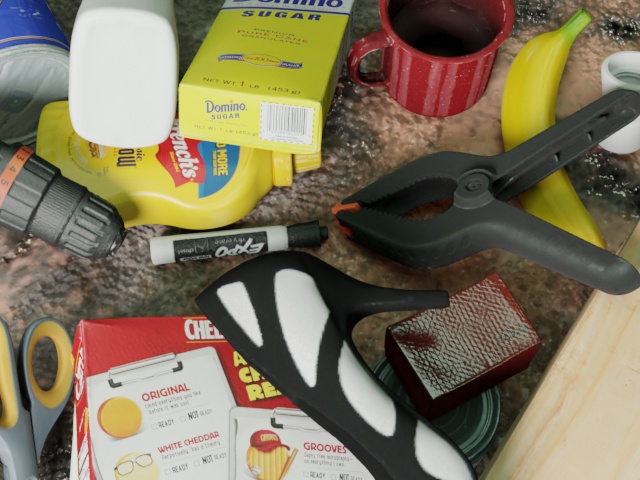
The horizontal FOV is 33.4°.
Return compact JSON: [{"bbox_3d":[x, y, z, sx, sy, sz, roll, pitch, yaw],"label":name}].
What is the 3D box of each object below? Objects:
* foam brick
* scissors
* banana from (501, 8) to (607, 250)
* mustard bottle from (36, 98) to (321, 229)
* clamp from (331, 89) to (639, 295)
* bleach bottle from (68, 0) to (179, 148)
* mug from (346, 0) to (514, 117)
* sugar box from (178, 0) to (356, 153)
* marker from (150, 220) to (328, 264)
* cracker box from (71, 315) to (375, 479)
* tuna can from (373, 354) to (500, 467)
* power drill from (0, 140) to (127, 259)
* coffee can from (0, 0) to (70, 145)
[{"bbox_3d":[0.084,0.065,0.641,0.078,0.051,0.053,-25,68,-12],"label":"foam brick"},{"bbox_3d":[-0.167,0.134,0.640,0.016,0.096,0.202,-8,102,30],"label":"scissors"},{"bbox_3d":[0.158,-0.068,0.741,0.037,0.070,0.198,17,64,-38],"label":"banana"},{"bbox_3d":[-0.095,-0.054,0.734,0.191,0.058,0.096,-3,61,-2],"label":"mustard bottle"},{"bbox_3d":[0.107,-0.018,0.682,0.210,0.036,0.164,-12,43,19],"label":"clamp"},{"bbox_3d":[-0.131,-0.175,0.756,0.068,0.103,0.251,4,37,-9],"label":"bleach bottle"},{"bbox_3d":[0.075,-0.138,0.762,0.117,0.081,0.093,-20,66,-10],"label":"mug"},{"bbox_3d":[-0.032,-0.127,0.737,0.093,0.048,0.176,9,39,4],"label":"sugar box"},{"bbox_3d":[-0.055,0.001,0.728,0.121,0.020,0.020,-6,64,-3],"label":"marker"},{"bbox_3d":[-0.052,0.152,0.608,0.164,0.072,0.214,0,62,-20],"label":"cracker box"},{"bbox_3d":[0.069,0.106,0.670,0.086,0.034,0.086,0,64,0],"label":"tuna can"},{"bbox_3d":[-0.238,0.018,0.663,0.184,0.057,0.187,28,85,-6],"label":"power drill"},{"bbox_3d":[-0.239,-0.149,0.755,0.102,0.103,0.140,-25,66,-12],"label":"coffee can"}]
